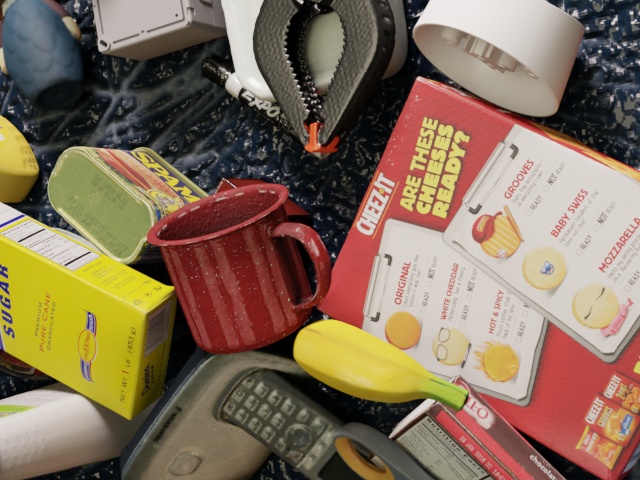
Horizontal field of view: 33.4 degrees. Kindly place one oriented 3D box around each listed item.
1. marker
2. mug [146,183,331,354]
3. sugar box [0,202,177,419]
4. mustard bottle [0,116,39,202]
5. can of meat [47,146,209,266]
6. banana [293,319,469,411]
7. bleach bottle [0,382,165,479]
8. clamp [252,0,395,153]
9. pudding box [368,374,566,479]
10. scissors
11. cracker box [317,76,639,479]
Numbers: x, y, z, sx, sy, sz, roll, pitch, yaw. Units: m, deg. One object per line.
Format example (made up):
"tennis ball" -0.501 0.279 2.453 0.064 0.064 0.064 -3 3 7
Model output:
"marker" -0.040 -0.097 0.759 0.121 0.020 0.020 36 107 21
"mug" -0.043 0.018 0.669 0.117 0.093 0.081 -5 112 33
"sugar box" -0.186 0.044 0.743 0.176 0.048 0.093 22 119 17
"mustard bottle" -0.308 -0.068 0.803 0.096 0.191 0.058 44 110 19
"can of meat" -0.136 -0.025 0.776 0.102 0.083 0.057 39 108 21
"banana" 0.017 0.075 0.648 0.069 0.198 0.037 36 81 -16
"bleach bottle" -0.213 0.137 0.728 0.103 0.250 0.068 -10 87 27
"clamp" -0.007 -0.161 0.661 0.165 0.036 0.210 9 97 27
"pudding box" 0.086 0.139 0.651 0.090 0.039 0.114 46 149 7
"scissors" 0.069 0.141 0.619 0.096 0.016 0.202 53 150 -4
"cracker box" 0.127 0.018 0.649 0.214 0.072 0.164 30 105 24
